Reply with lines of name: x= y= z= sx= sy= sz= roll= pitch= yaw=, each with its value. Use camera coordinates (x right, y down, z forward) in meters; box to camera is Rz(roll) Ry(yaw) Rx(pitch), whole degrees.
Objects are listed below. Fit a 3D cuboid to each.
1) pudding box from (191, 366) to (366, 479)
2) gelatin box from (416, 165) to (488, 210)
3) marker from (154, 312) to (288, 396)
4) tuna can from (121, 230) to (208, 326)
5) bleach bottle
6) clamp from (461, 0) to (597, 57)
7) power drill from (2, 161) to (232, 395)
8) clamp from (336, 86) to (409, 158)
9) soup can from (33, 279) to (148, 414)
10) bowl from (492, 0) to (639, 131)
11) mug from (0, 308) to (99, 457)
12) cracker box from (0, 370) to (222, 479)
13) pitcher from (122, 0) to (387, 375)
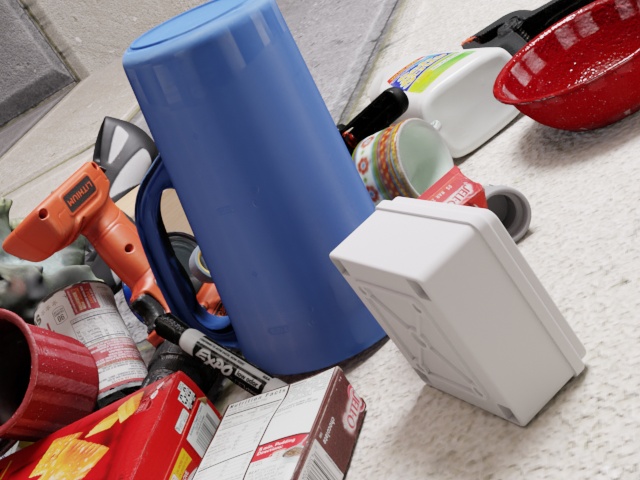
pudding box: x=-0.029 y=0.132 z=0.629 sx=0.090 sy=0.039 sz=0.113 roll=-24 pitch=20 yaw=29
gelatin box: x=0.075 y=0.007 z=0.680 sx=0.073 sy=0.089 sz=0.030 roll=-39 pitch=55 yaw=-13
marker: x=-0.069 y=0.082 z=0.738 sx=0.121 sy=0.020 sz=0.020 roll=27 pitch=57 yaw=28
tuna can: x=-0.131 y=0.037 z=0.939 sx=0.034 sy=0.086 sz=0.086 roll=-16 pitch=27 yaw=45
bleach bottle: x=0.099 y=-0.138 z=1.016 sx=0.102 sy=0.068 sz=0.251 roll=-37 pitch=17 yaw=-8
clamp: x=0.202 y=-0.204 z=1.034 sx=0.120 sy=0.039 sz=0.172 roll=-40 pitch=20 yaw=-12
power drill: x=-0.146 y=0.041 z=0.809 sx=0.057 sy=0.187 sz=0.184 roll=-39 pitch=13 yaw=27
clamp: x=0.025 y=-0.090 z=0.969 sx=0.165 sy=0.036 sz=0.209 roll=-34 pitch=1 yaw=19
soup can: x=-0.177 y=0.090 z=0.838 sx=0.068 sy=0.068 sz=0.102 roll=-33 pitch=64 yaw=5
bowl: x=0.216 y=-0.132 z=0.822 sx=0.162 sy=0.055 sz=0.162 roll=-30 pitch=20 yaw=12
mug: x=-0.220 y=0.112 z=0.766 sx=0.093 sy=0.081 sz=0.117 roll=32 pitch=91 yaw=30
cracker box: x=-0.172 y=0.187 z=0.677 sx=0.214 sy=0.072 sz=0.164 roll=-27 pitch=20 yaw=21
pitcher: x=-0.047 y=-0.036 z=0.730 sx=0.149 sy=0.243 sz=0.145 roll=-34 pitch=23 yaw=-24
